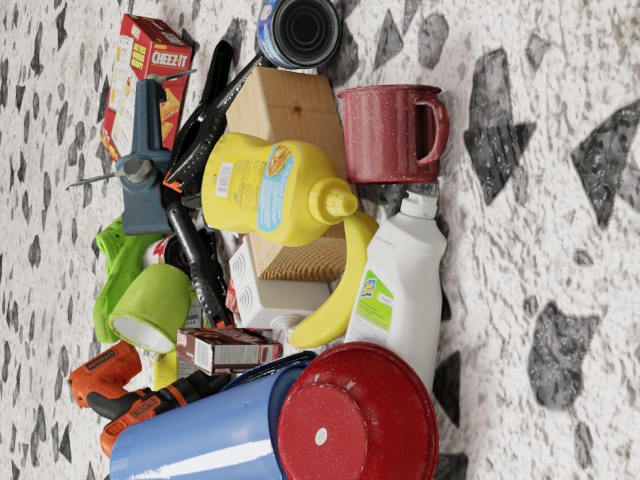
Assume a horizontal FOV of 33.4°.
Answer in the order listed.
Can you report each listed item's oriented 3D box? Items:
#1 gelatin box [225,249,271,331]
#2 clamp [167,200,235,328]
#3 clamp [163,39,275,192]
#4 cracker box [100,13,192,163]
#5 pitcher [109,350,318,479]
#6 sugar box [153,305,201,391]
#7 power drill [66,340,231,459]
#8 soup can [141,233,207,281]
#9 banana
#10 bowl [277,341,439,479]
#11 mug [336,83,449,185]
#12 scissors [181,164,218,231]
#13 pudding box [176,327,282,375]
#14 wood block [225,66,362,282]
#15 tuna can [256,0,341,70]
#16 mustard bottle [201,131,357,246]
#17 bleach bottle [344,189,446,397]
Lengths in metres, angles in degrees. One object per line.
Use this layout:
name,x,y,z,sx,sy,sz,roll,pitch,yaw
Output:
gelatin box,-0.082,0.058,1.268,0.089,0.030,0.073,37,120,58
clamp,-0.147,0.032,1.336,0.039,0.120,0.171,-27,60,12
clamp,-0.138,-0.160,1.334,0.210,0.036,0.165,-58,28,6
cracker box,-0.264,-0.215,1.608,0.164,0.072,0.214,47,127,54
pitcher,-0.093,0.207,1.082,0.243,0.149,0.145,-20,82,34
sugar box,-0.197,0.182,1.464,0.093,0.048,0.176,-23,68,60
power drill,-0.226,0.190,1.364,0.188,0.184,0.057,22,137,52
soup can,-0.198,0.027,1.457,0.102,0.068,0.068,-16,73,62
banana,0.022,0.043,1.038,0.070,0.037,0.198,30,127,17
bowl,0.017,0.166,0.898,0.162,0.055,0.162,-5,82,37
mug,0.069,-0.091,0.933,0.117,0.093,0.081,-2,91,51
scissors,-0.144,-0.065,1.307,0.201,0.016,0.096,68,-157,-76
pudding box,-0.109,0.128,1.249,0.114,0.089,0.039,17,104,62
wood block,-0.027,-0.068,1.109,0.090,0.090,0.206,-50,44,49
tuna can,-0.022,-0.222,1.121,0.034,0.086,0.086,17,103,61
mustard bottle,-0.034,-0.045,0.981,0.192,0.058,0.096,13,91,50
bleach bottle,0.068,0.082,0.943,0.103,0.067,0.251,25,106,52
